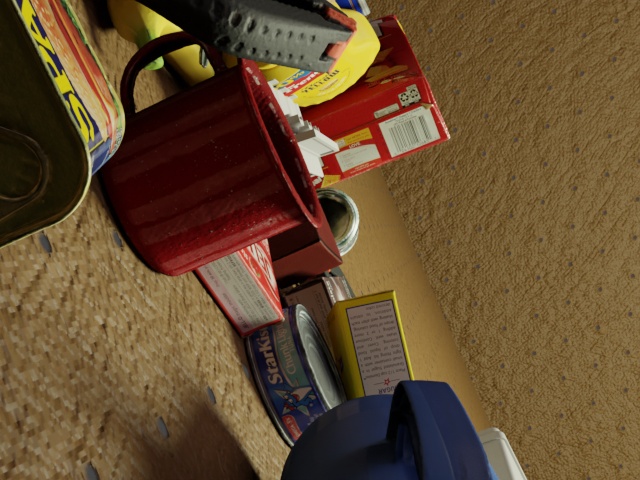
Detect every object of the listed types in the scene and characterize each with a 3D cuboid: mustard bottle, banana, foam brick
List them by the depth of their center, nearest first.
[{"bbox_3d":[-0.100,-0.131,0.686,0.197,0.037,0.069,-26,104,-82],"label":"banana"},{"bbox_3d":[-0.023,-0.004,0.761,0.078,0.053,0.051,46,22,-72],"label":"foam brick"},{"bbox_3d":[-0.021,-0.142,0.792,0.058,0.096,0.191,62,16,5],"label":"mustard bottle"}]

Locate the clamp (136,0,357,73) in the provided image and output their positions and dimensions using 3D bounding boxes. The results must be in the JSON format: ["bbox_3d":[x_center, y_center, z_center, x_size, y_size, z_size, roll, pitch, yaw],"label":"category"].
[{"bbox_3d":[-0.077,-0.126,0.481,0.209,0.036,0.164,25,29,-18],"label":"clamp"}]

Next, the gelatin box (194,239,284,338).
[{"bbox_3d":[-0.054,0.001,0.616,0.073,0.030,0.089,-105,168,-47],"label":"gelatin box"}]

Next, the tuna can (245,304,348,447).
[{"bbox_3d":[-0.012,0.083,0.646,0.086,0.034,0.086,-24,90,-82],"label":"tuna can"}]

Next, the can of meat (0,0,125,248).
[{"bbox_3d":[-0.106,-0.055,0.334,0.084,0.057,0.102,-94,160,-76],"label":"can of meat"}]

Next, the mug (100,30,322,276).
[{"bbox_3d":[-0.059,-0.044,0.520,0.093,0.081,0.117,-26,93,-82],"label":"mug"}]

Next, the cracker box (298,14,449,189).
[{"bbox_3d":[0.018,-0.129,0.996,0.213,0.164,0.072,-97,164,-64],"label":"cracker box"}]

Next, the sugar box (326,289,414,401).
[{"bbox_3d":[0.043,0.127,0.700,0.093,0.048,0.176,103,-22,-79],"label":"sugar box"}]

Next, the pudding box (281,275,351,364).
[{"bbox_3d":[0.014,0.084,0.804,0.090,0.039,0.113,10,57,-80],"label":"pudding box"}]
